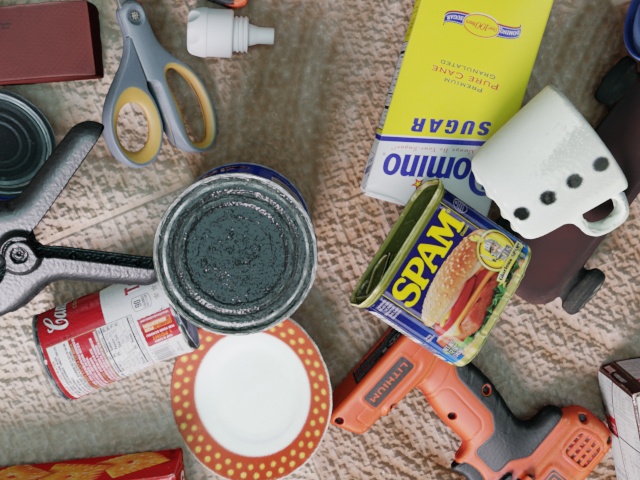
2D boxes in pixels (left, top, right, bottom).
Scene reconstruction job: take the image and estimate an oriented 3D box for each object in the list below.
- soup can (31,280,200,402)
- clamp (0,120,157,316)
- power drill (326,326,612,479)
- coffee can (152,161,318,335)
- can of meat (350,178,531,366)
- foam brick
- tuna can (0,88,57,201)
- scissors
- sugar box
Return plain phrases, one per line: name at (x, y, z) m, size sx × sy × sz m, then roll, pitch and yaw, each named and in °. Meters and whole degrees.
soup can at (-0.146, 0.066, 0.766) m, size 0.102 × 0.068 × 0.068 m, roll -22°, pitch 97°, yaw 0°
clamp at (-0.197, -0.007, 0.708) m, size 0.171 × 0.039 × 0.120 m, roll -16°, pitch 105°, yaw -9°
power drill at (0.096, 0.159, 0.792) m, size 0.187 × 0.057 × 0.184 m, roll 40°, pitch 91°, yaw -8°
coffee can at (-0.055, 0.001, 0.725) m, size 0.103 × 0.140 × 0.103 m, roll 0°, pitch 97°, yaw -2°
can of meat at (0.083, 0.023, 0.728) m, size 0.084 × 0.057 × 0.102 m, roll 34°, pitch 83°, yaw -9°
foam brick at (-0.195, -0.138, 0.749) m, size 0.078 × 0.051 × 0.053 m, roll -4°, pitch 96°, yaw -2°
tuna can at (-0.228, -0.063, 0.741) m, size 0.086 × 0.034 × 0.086 m, roll 16°, pitch 58°, yaw -28°
scissors at (-0.139, -0.137, 0.729) m, size 0.096 × 0.016 × 0.201 m, roll -45°, pitch 118°, yaw -29°
sugar box at (0.097, -0.106, 0.765) m, size 0.093 × 0.048 × 0.176 m, roll 15°, pitch 95°, yaw -4°
